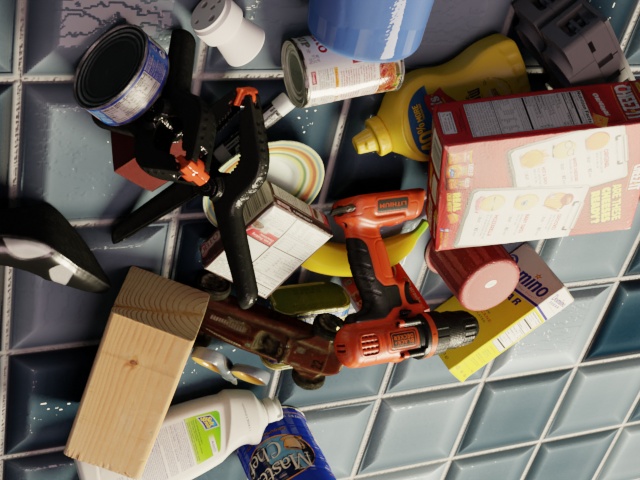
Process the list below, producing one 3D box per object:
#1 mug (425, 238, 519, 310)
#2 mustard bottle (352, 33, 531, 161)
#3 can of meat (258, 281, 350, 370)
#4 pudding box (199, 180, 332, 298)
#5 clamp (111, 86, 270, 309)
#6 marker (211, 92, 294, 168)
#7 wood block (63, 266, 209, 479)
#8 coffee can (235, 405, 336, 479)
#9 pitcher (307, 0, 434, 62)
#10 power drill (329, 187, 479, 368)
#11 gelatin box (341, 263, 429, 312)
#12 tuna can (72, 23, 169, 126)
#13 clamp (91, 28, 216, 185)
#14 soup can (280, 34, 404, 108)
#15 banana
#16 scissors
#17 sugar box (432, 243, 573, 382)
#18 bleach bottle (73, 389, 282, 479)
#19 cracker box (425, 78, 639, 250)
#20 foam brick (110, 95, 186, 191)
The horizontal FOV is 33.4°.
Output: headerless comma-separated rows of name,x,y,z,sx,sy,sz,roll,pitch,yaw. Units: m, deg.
mug,0.191,0.035,1.286,0.093,0.081,0.117,-43,135,11
mustard bottle,0.122,-0.137,1.112,0.191,0.058,0.096,-24,121,-6
can of meat,-0.019,0.097,1.246,0.102,0.057,0.084,-6,129,-24
pudding box,-0.057,0.001,1.119,0.089,0.039,0.114,29,120,-37
clamp,-0.098,-0.046,1.037,0.210,0.164,0.036,-61,171,18
marker,-0.078,-0.102,1.064,0.121,0.020,0.020,-39,136,7
wood block,-0.198,0.145,1.145,0.090,0.090,0.206,21,121,-6
coffee can,-0.040,0.295,1.348,0.102,0.140,0.103,-15,134,-17
pitcher,0.047,-0.278,0.906,0.144,0.149,0.243,-47,157,-45
power drill,0.089,0.039,1.172,0.184,0.187,0.057,-7,175,-33
gelatin box,0.076,0.068,1.248,0.073,0.089,0.030,-26,146,-7
tuna can,-0.173,-0.143,0.928,0.086,0.086,0.033,-42,137,10
clamp,-0.144,-0.101,0.931,0.120,0.171,0.039,-39,134,19
soup can,0.020,-0.168,1.024,0.102,0.068,0.068,-13,133,-17
banana,0.030,0.009,1.213,0.197,0.037,0.070,-4,111,-27
scissors,-0.087,0.153,1.197,0.201,0.096,0.016,55,53,-67
sugar box,0.218,0.089,1.342,0.176,0.093,0.048,-39,136,7
bleach bottle,-0.164,0.247,1.277,0.250,0.068,0.102,-16,98,-17
cracker box,0.218,-0.075,1.090,0.213,0.072,0.164,-7,141,-3
foam brick,-0.150,-0.091,0.994,0.078,0.053,0.051,-28,143,28
